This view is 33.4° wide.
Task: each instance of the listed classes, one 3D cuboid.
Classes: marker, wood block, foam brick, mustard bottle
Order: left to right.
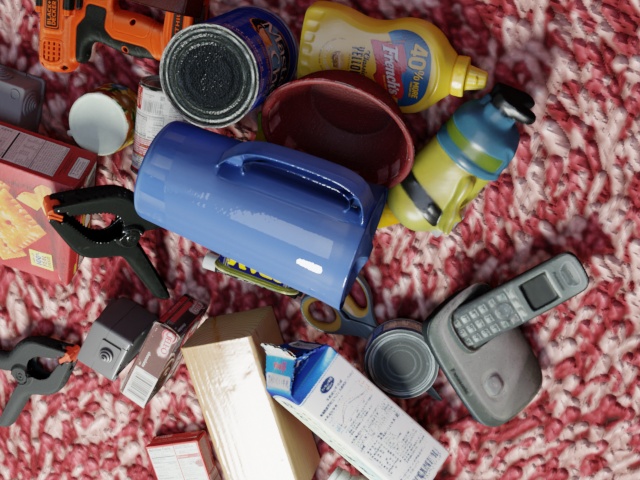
[{"bbox_3d":[-0.158,-0.259,1.069,0.078,0.051,0.053,17,103,11],"label":"foam brick"},{"bbox_3d":[-0.077,0.041,1.229,0.121,0.020,0.020,19,113,9],"label":"marker"},{"bbox_3d":[-0.078,0.194,1.245,0.090,0.090,0.206,-12,106,19],"label":"wood block"},{"bbox_3d":[0.075,-0.181,1.088,0.192,0.058,0.096,13,115,10],"label":"mustard bottle"}]

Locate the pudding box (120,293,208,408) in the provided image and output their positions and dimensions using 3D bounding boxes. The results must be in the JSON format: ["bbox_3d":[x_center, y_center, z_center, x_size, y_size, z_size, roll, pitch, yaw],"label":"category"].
[{"bbox_3d":[-0.182,0.128,1.251,0.039,0.090,0.114,33,115,4],"label":"pudding box"}]

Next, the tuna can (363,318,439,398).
[{"bbox_3d":[0.091,0.132,1.191,0.086,0.033,0.086,2,106,6],"label":"tuna can"}]

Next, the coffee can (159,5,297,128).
[{"bbox_3d":[-0.090,-0.180,1.089,0.103,0.140,0.103,5,110,14],"label":"coffee can"}]

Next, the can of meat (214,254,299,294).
[{"bbox_3d":[-0.058,0.002,1.190,0.102,0.057,0.084,20,110,7],"label":"can of meat"}]

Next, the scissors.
[{"bbox_3d":[0.051,0.117,1.223,0.096,0.016,0.202,-26,100,24],"label":"scissors"}]

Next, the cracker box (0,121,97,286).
[{"bbox_3d":[-0.369,-0.053,1.210,0.213,0.072,0.164,18,134,0],"label":"cracker box"}]

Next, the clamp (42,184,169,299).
[{"bbox_3d":[-0.203,-0.019,1.175,0.209,0.036,0.165,24,116,-43],"label":"clamp"}]

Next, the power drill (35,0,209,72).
[{"bbox_3d":[-0.214,-0.263,1.142,0.188,0.057,0.184,11,110,13],"label":"power drill"}]

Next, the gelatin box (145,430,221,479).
[{"bbox_3d":[-0.169,0.284,1.335,0.073,0.030,0.089,-11,105,20],"label":"gelatin box"}]

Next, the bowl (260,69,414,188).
[{"bbox_3d":[0.024,-0.120,1.080,0.162,0.055,0.162,15,144,11],"label":"bowl"}]

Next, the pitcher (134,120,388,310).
[{"bbox_3d":[-0.060,-0.039,1.079,0.243,0.145,0.149,21,104,7],"label":"pitcher"}]

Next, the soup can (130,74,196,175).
[{"bbox_3d":[-0.170,-0.123,1.170,0.068,0.068,0.102,13,111,10],"label":"soup can"}]

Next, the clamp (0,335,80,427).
[{"bbox_3d":[-0.371,0.174,1.348,0.172,0.039,0.120,-11,112,26],"label":"clamp"}]
